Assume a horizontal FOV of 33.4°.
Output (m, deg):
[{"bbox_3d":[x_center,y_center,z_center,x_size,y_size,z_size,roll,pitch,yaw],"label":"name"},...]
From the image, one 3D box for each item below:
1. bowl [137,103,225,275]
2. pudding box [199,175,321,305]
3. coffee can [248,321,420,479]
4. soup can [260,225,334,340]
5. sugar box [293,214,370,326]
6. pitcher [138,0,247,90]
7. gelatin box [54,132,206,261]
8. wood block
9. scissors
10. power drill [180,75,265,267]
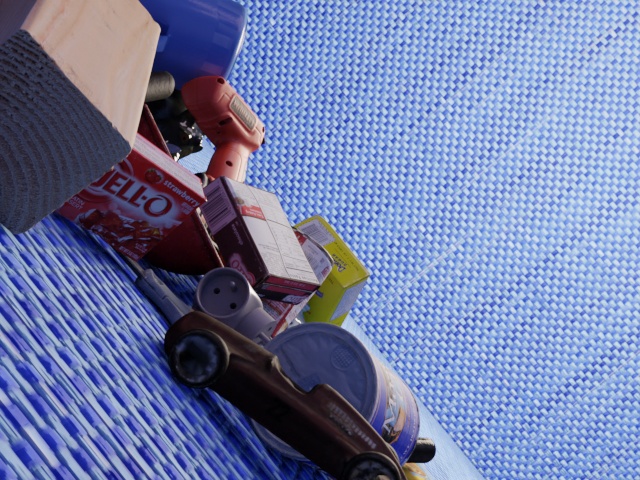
[{"bbox_3d":[-0.136,-0.031,0.895,0.162,0.055,0.162,155,-90,-84],"label":"bowl"},{"bbox_3d":[-0.056,0.001,0.970,0.089,0.039,0.113,18,42,-57],"label":"pudding box"},{"bbox_3d":[0.013,0.132,0.842,0.103,0.103,0.140,51,2,27],"label":"coffee can"},{"bbox_3d":[-0.042,0.043,1.040,0.068,0.102,0.068,35,-15,11],"label":"soup can"},{"bbox_3d":[-0.013,0.061,1.187,0.093,0.048,0.176,51,-38,21],"label":"sugar box"},{"bbox_3d":[-0.203,-0.234,1.107,0.242,0.149,0.145,20,-25,-16],"label":"pitcher"},{"bbox_3d":[-0.136,-0.034,0.741,0.089,0.073,0.030,37,22,-38],"label":"gelatin box"},{"bbox_3d":[-0.166,-0.104,0.657,0.090,0.091,0.206,49,16,-25],"label":"wood block"},{"bbox_3d":[-0.116,0.046,0.783,0.201,0.016,0.096,49,2,-33],"label":"scissors"},{"bbox_3d":[-0.120,-0.070,1.067,0.184,0.057,0.187,50,41,-48],"label":"power drill"}]
